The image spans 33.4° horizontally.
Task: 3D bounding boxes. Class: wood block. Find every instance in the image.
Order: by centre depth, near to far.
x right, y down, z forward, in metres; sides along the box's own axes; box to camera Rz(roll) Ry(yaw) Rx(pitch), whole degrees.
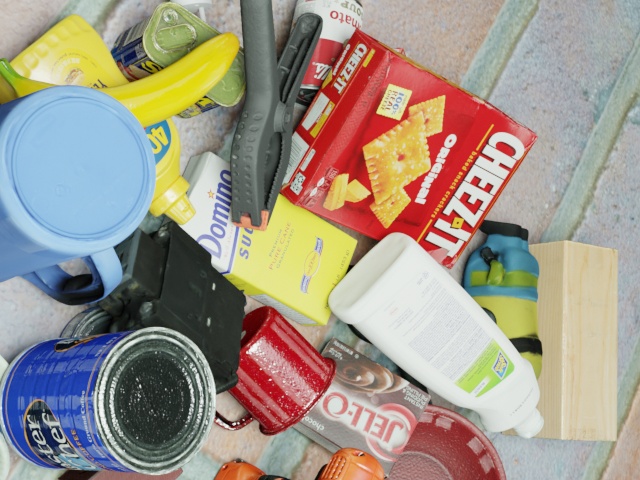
[{"bbox_3d":[0.261,0.111,1.158,0.090,0.091,0.206,8,80,-34],"label":"wood block"}]

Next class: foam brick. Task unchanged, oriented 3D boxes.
[{"bbox_3d":[-0.164,0.194,0.884,0.078,0.053,0.051,-39,106,-31],"label":"foam brick"}]

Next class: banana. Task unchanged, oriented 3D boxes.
[{"bbox_3d":[-0.152,-0.121,0.846,0.197,0.037,0.069,-11,103,-23],"label":"banana"}]

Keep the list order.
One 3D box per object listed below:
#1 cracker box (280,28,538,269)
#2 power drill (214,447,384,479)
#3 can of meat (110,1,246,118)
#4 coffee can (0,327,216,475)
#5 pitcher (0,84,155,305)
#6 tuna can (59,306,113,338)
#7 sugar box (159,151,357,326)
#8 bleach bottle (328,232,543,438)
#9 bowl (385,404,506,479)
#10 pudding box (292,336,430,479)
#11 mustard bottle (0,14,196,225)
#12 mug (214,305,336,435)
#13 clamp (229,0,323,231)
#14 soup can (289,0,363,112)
[{"bbox_3d":[0.082,-0.080,1.014,0.213,0.072,0.164,22,107,-36],"label":"cracker box"},{"bbox_3d":[-0.042,0.254,0.879,0.057,0.188,0.184,44,62,-24],"label":"power drill"},{"bbox_3d":[-0.124,-0.153,0.930,0.102,0.084,0.057,31,69,-28],"label":"can of meat"},{"bbox_3d":[-0.160,0.120,0.790,0.102,0.141,0.103,9,77,-42],"label":"coffee can"},{"bbox_3d":[-0.207,-0.029,0.764,0.149,0.243,0.145,6,84,-33],"label":"pitcher"},{"bbox_3d":[-0.177,0.097,0.897,0.085,0.034,0.086,4,82,-34],"label":"tuna can"},{"bbox_3d":[-0.056,0.001,0.983,0.176,0.048,0.093,31,69,-29],"label":"sugar box"},{"bbox_3d":[0.125,0.109,1.016,0.102,0.068,0.250,-46,113,-4],"label":"bleach bottle"},{"bbox_3d":[0.096,0.243,1.031,0.162,0.055,0.162,3,66,-8],"label":"bowl"},{"bbox_3d":[0.034,0.159,1.005,0.113,0.039,0.090,30,65,4],"label":"pudding box"},{"bbox_3d":[-0.174,-0.088,0.891,0.191,0.058,0.096,48,63,-12],"label":"mustard bottle"},{"bbox_3d":[-0.055,0.120,0.954,0.117,0.093,0.081,-41,106,8],"label":"mug"},{"bbox_3d":[-0.041,-0.115,0.934,0.164,0.036,0.210,-24,124,-69],"label":"clamp"},{"bbox_3d":[0.002,-0.181,1.029,0.068,0.069,0.102,17,75,-32],"label":"soup can"}]
